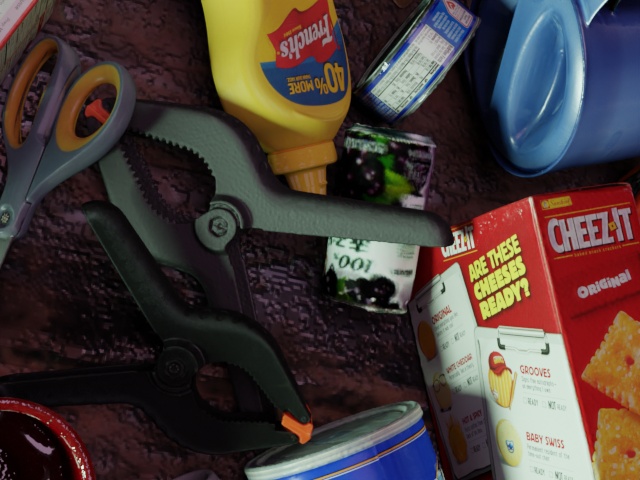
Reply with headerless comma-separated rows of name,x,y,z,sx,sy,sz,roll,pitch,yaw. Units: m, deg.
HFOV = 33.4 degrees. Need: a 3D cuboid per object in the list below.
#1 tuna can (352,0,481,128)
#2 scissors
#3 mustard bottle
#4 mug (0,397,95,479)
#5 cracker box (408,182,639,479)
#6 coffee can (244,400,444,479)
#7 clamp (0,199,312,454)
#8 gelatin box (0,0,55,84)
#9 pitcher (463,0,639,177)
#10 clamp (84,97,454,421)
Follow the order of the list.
tuna can,0.058,-0.112,0.652,0.033,0.086,0.086,38,71,-7
scissors,-0.150,-0.018,0.574,0.016,0.096,0.202,30,63,-56
mustard bottle,-0.025,-0.116,0.627,0.096,0.058,0.191,-19,100,-51
mug,-0.176,0.115,0.526,0.117,0.082,0.093,40,70,-18
cracker box,0.126,0.090,0.597,0.072,0.164,0.214,-9,83,-22
coffee can,0.030,0.171,0.582,0.102,0.103,0.140,-19,87,-21
clamp,-0.078,0.054,0.575,0.171,0.039,0.120,18,100,-5
gelatin box,-0.176,-0.115,0.579,0.030,0.073,0.089,34,72,-11
pitcher,0.225,-0.121,0.656,0.242,0.149,0.145,-8,113,-19
clamp,-0.054,0.001,0.602,0.210,0.036,0.165,36,102,5
